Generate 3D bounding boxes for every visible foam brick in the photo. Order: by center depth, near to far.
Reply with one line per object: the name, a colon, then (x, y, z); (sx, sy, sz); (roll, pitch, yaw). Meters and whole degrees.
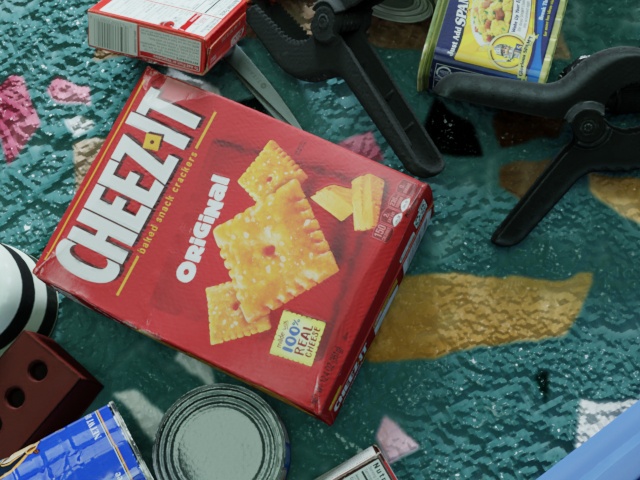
foam brick: (-0.192, 0.106, 0.701); (0.053, 0.051, 0.078); (37, 82, 14)

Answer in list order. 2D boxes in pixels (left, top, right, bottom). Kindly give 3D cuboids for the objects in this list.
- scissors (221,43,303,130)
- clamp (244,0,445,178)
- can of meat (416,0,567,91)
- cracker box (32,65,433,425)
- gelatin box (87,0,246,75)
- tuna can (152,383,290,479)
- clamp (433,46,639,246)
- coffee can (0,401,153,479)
scissors: (-0.091, -0.140, 0.774); (0.096, 0.016, 0.202); (-24, 73, 2)
clamp: (0.020, -0.154, 0.704); (0.210, 0.036, 0.165); (34, 122, 38)
can of meat: (0.119, -0.143, 0.729); (0.084, 0.057, 0.102); (15, 78, 8)
cracker box: (-0.055, 0.001, 0.702); (0.214, 0.072, 0.164); (24, 78, 13)
gelatin box: (-0.104, -0.148, 0.734); (0.089, 0.030, 0.073); (16, 36, 11)
tuna can: (-0.062, 0.136, 0.686); (0.086, 0.033, 0.086); (-2, 75, 6)
clamp: (0.160, -0.081, 0.679); (0.172, 0.039, 0.120); (-29, 106, 14)
coffee can: (-0.165, 0.174, 0.638); (0.140, 0.103, 0.103); (-27, 73, -14)
